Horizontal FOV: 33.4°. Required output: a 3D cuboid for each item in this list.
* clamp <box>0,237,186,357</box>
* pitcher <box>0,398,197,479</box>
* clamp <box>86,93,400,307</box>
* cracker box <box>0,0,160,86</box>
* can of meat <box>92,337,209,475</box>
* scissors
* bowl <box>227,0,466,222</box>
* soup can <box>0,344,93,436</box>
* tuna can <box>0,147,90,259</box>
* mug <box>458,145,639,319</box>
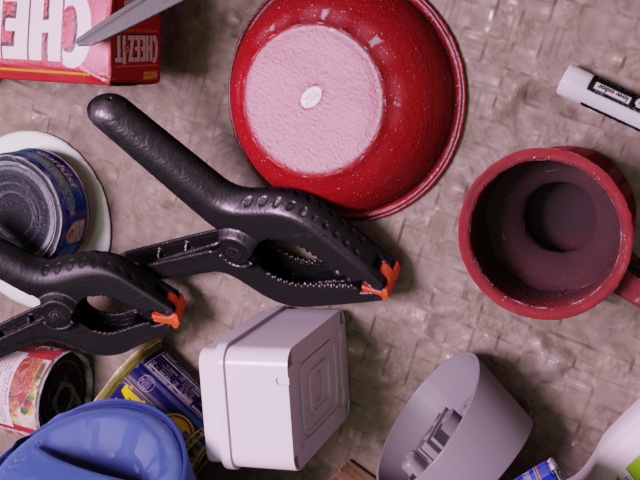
[{"bbox_3d":[-0.179,0.032,0.712,0.171,0.039,0.120,-5,128,4],"label":"clamp"},{"bbox_3d":[-0.108,0.231,0.672,0.145,0.149,0.243,-5,129,16],"label":"pitcher"},{"bbox_3d":[-0.055,0.001,0.688,0.210,0.036,0.165,22,141,5],"label":"clamp"},{"bbox_3d":[-0.183,-0.206,0.650,0.164,0.072,0.214,6,102,19],"label":"cracker box"},{"bbox_3d":[-0.118,0.134,0.747,0.084,0.057,0.102,42,113,7],"label":"can of meat"},{"bbox_3d":[-0.037,-0.151,0.620,0.096,0.016,0.201,43,78,3],"label":"scissors"},{"bbox_3d":[0.005,-0.087,0.654,0.162,0.055,0.162,4,101,21],"label":"bowl"},{"bbox_3d":[-0.227,0.106,0.780,0.102,0.068,0.068,8,103,21],"label":"soup can"},{"bbox_3d":[-0.206,-0.020,0.741,0.086,0.033,0.086,4,101,20],"label":"tuna can"},{"bbox_3d":[0.142,-0.003,0.598,0.117,0.081,0.093,34,111,13],"label":"mug"}]
